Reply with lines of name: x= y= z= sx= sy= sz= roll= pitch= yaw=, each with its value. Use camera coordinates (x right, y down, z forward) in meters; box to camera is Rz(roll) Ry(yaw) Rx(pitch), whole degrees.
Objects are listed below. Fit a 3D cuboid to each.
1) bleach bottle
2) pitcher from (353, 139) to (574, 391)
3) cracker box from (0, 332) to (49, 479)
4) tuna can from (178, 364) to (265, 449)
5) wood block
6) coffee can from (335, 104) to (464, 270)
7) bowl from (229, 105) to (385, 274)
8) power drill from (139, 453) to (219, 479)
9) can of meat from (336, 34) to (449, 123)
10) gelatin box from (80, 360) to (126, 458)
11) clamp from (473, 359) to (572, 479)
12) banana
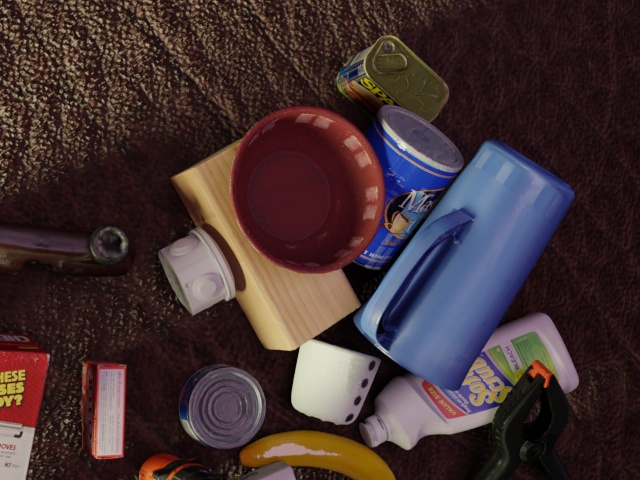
bleach bottle: x=0.160 y=0.171 z=1.186 sx=0.250 sy=0.068 sz=0.102 roll=-23 pitch=87 yaw=-20
pitcher: x=0.144 y=0.021 z=1.084 sx=0.145 sy=0.149 sz=0.243 roll=31 pitch=101 yaw=-8
cracker box: x=-0.342 y=0.186 z=0.934 sx=0.163 sy=0.072 sz=0.214 roll=7 pitch=99 yaw=-34
tuna can: x=-0.100 y=0.171 z=1.094 sx=0.086 sy=0.034 sz=0.086 roll=2 pitch=86 yaw=-22
wood block: x=-0.058 y=0.002 z=1.094 sx=0.090 sy=0.091 sz=0.206 roll=-32 pitch=99 yaw=-21
coffee can: x=0.067 y=-0.055 z=1.107 sx=0.102 sy=0.103 sz=0.140 roll=26 pitch=116 yaw=-19
bowl: x=-0.020 y=-0.046 z=1.032 sx=0.161 sy=0.055 sz=0.162 roll=2 pitch=85 yaw=-24
power drill: x=-0.112 y=0.299 z=1.002 sx=0.057 sy=0.185 sz=0.187 roll=-11 pitch=93 yaw=-24
can of meat: x=0.076 y=-0.168 z=1.164 sx=0.102 sy=0.084 sz=0.057 roll=40 pitch=73 yaw=-15
gelatin box: x=-0.210 y=0.161 z=1.028 sx=0.030 sy=0.073 sz=0.089 roll=2 pitch=86 yaw=-23
clamp: x=0.219 y=0.229 z=1.179 sx=0.164 sy=0.036 sz=0.210 roll=-15 pitch=123 yaw=-20
banana: x=0.011 y=0.240 z=1.134 sx=0.197 sy=0.037 sz=0.069 roll=27 pitch=76 yaw=-18
